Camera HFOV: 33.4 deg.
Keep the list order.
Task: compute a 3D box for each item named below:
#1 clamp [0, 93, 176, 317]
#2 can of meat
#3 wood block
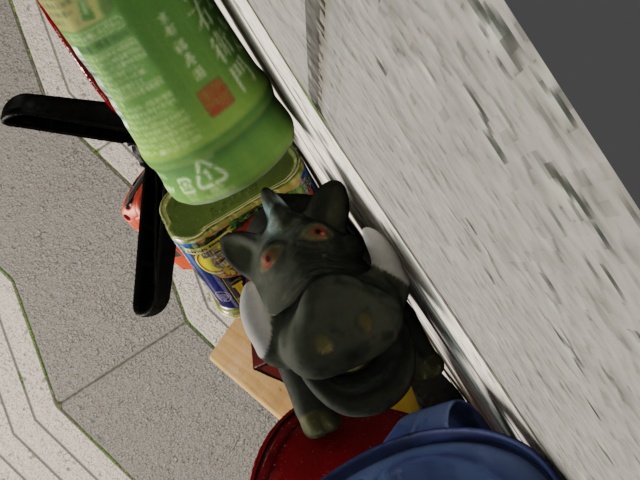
[{"bbox_3d":[-0.109,-0.057,0.736,0.209,0.036,0.164,-45,-65,-50],"label":"clamp"},{"bbox_3d":[-0.043,-0.010,0.698,0.057,0.102,0.084,58,178,44],"label":"can of meat"},{"bbox_3d":[0.004,0.120,0.898,0.090,0.090,0.206,40,173,-34],"label":"wood block"}]
